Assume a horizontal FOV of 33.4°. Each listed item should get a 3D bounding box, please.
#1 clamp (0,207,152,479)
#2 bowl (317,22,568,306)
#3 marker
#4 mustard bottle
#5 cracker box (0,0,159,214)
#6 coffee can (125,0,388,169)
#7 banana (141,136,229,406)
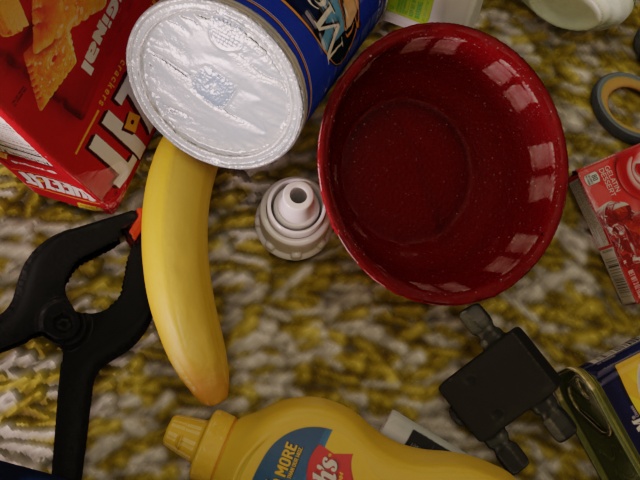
[{"bbox_3d":[-0.143,0.060,0.610,0.120,0.039,0.171,46,75,-9],"label":"clamp"},{"bbox_3d":[0.063,-0.043,0.625,0.161,0.055,0.162,1,89,-22],"label":"bowl"},{"bbox_3d":[0.089,0.136,0.613,0.121,0.020,0.020,30,75,5],"label":"marker"},{"bbox_3d":[0.005,0.139,0.585,0.191,0.058,0.096,22,97,3],"label":"mustard bottle"},{"bbox_3d":[-0.142,-0.132,0.565,0.072,0.213,0.164,18,74,22],"label":"cracker box"},{"bbox_3d":[-0.031,-0.121,0.603,0.103,0.103,0.140,28,45,4],"label":"coffee can"},{"bbox_3d":[-0.070,-0.008,0.612,0.069,0.037,0.198,16,67,-22],"label":"banana"}]
